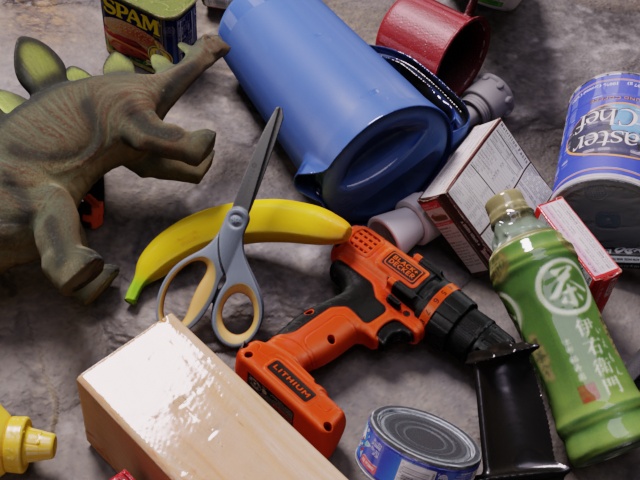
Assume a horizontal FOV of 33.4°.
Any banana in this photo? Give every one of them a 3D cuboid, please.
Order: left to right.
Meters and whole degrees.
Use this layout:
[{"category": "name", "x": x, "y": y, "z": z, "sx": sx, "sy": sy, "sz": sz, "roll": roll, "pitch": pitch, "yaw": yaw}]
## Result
[{"category": "banana", "x": -0.073, "y": -0.001, "z": 0.898, "sx": 0.198, "sy": 0.037, "sz": 0.069, "roll": -18, "pitch": 65, "yaw": 7}]

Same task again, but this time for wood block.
[{"category": "wood block", "x": -0.070, "y": 0.161, "z": 0.752, "sx": 0.090, "sy": 0.091, "sz": 0.206, "roll": -35, "pitch": 61, "yaw": -29}]

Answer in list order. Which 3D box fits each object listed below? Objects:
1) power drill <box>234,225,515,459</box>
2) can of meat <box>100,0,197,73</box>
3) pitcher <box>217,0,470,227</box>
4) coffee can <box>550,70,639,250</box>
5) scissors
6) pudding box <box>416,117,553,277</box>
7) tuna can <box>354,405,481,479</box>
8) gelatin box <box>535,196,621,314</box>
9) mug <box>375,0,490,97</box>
[{"category": "power drill", "x": 0.040, "y": 0.088, "z": 0.844, "sx": 0.185, "sy": 0.057, "sz": 0.187, "roll": 36, "pitch": 55, "yaw": 24}, {"category": "can of meat", "x": -0.169, "y": -0.218, "z": 1.056, "sx": 0.102, "sy": 0.084, "sz": 0.057, "roll": 27, "pitch": 54, "yaw": 17}, {"category": "pitcher", "x": 0.012, "y": -0.139, "z": 0.983, "sx": 0.145, "sy": 0.149, "sz": 0.243, "roll": -46, "pitch": 54, "yaw": 14}, {"category": "coffee can", "x": 0.264, "y": -0.067, "z": 0.953, "sx": 0.103, "sy": 0.103, "sz": 0.140, "roll": 14, "pitch": 51, "yaw": 7}, {"category": "scissors", "x": -0.056, "y": 0.001, "z": 0.860, "sx": 0.096, "sy": 0.016, "sz": 0.202, "roll": 37, "pitch": 95, "yaw": 0}, {"category": "pudding box", "x": 0.146, "y": -0.039, "z": 0.934, "sx": 0.090, "sy": 0.039, "sz": 0.113, "roll": 51, "pitch": 53, "yaw": -15}, {"category": "tuna can", "x": 0.070, "y": 0.151, "z": 0.757, "sx": 0.086, "sy": 0.034, "sz": 0.086, "roll": 17, "pitch": 15, "yaw": -5}, {"category": "gelatin box", "x": 0.209, "y": 0.020, "z": 0.897, "sx": 0.030, "sy": 0.073, "sz": 0.089, "roll": -19, "pitch": 54, "yaw": -20}, {"category": "mug", "x": 0.112, "y": -0.204, "z": 1.050, "sx": 0.082, "sy": 0.117, "sz": 0.093, "roll": 33, "pitch": 23, "yaw": 27}]
